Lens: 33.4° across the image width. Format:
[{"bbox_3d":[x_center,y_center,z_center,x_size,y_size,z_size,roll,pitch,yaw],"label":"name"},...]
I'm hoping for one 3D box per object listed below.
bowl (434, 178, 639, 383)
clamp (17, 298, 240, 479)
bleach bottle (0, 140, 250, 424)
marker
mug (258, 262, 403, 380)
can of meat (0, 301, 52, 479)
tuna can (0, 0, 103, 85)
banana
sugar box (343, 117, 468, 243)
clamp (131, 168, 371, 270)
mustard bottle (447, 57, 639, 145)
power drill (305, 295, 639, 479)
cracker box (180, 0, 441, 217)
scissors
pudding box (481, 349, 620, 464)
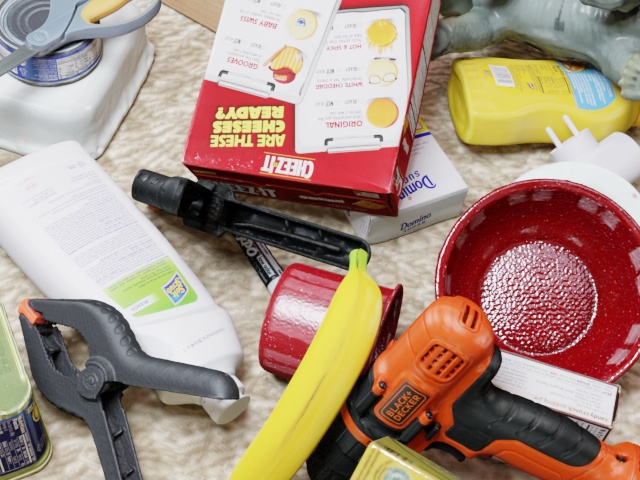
[{"bbox_3d":[0.164,0.038,0.788,0.162,0.055,0.162,-1,79,4],"label":"bowl"},{"bbox_3d":[-0.144,0.104,0.711,0.172,0.039,0.120,31,92,25],"label":"clamp"},{"bbox_3d":[-0.145,0.037,0.774,0.102,0.068,0.251,-31,64,-28],"label":"bleach bottle"},{"bbox_3d":[-0.055,0.001,0.838,0.020,0.020,0.121,-23,58,-22],"label":"marker"},{"bbox_3d":[0.010,0.060,0.764,0.081,0.093,0.117,16,21,12],"label":"mug"},{"bbox_3d":[-0.220,0.097,0.705,0.057,0.084,0.102,-19,57,-18],"label":"can of meat"},{"bbox_3d":[-0.220,-0.167,0.861,0.086,0.034,0.086,3,53,-4],"label":"tuna can"},{"bbox_3d":[-0.008,0.100,0.677,0.037,0.069,0.198,29,92,-6],"label":"banana"},{"bbox_3d":[0.040,-0.083,0.897,0.093,0.048,0.176,-18,60,-18],"label":"sugar box"},{"bbox_3d":[-0.070,-0.020,0.777,0.164,0.210,0.036,19,89,-27],"label":"clamp"},{"bbox_3d":[0.213,-0.122,0.936,0.191,0.058,0.096,0,39,-6],"label":"mustard bottle"},{"bbox_3d":[0.100,0.139,0.679,0.187,0.185,0.057,32,39,-6],"label":"power drill"},{"bbox_3d":[0.000,-0.136,0.834,0.164,0.072,0.213,9,75,14],"label":"cracker box"},{"bbox_3d":[-0.220,-0.167,0.828,0.201,0.016,0.096,-27,59,-24],"label":"scissors"},{"bbox_3d":[0.135,0.117,0.725,0.113,0.090,0.039,15,53,6],"label":"pudding box"}]
